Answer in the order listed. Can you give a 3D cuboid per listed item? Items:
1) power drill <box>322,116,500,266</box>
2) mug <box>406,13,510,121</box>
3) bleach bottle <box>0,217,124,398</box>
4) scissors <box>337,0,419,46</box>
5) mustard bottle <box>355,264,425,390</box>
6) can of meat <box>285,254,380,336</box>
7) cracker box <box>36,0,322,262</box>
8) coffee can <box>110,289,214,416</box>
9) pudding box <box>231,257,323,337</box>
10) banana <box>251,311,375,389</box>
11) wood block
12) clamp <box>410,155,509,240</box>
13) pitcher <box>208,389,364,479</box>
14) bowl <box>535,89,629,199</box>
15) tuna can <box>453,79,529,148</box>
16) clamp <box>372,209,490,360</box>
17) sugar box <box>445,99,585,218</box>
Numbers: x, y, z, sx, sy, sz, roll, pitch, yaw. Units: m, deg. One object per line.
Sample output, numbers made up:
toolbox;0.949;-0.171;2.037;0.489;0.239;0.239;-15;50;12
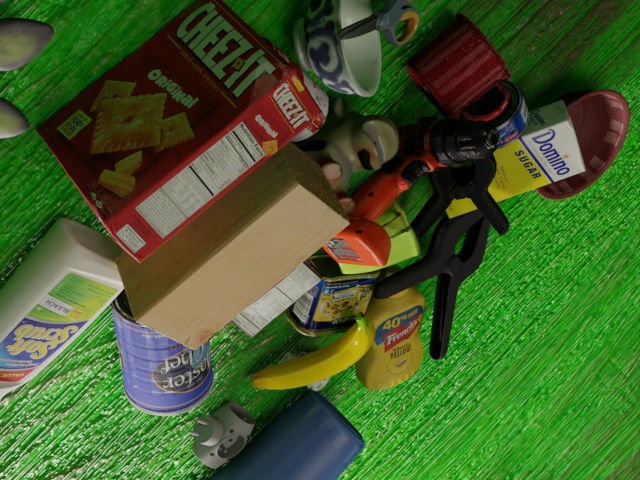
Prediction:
power drill;0.088;-0.056;1.142;0.057;0.185;0.187;49;67;-22
mug;0.156;-0.179;1.171;0.081;0.117;0.093;-39;166;4
bleach bottle;-0.301;0.096;1.090;0.251;0.068;0.102;-49;138;11
scissors;0.066;-0.237;1.060;0.201;0.016;0.096;-13;122;-68
mustard bottle;0.093;0.108;1.404;0.096;0.058;0.192;-21;134;-23
can of meat;0.017;0.064;1.310;0.101;0.057;0.084;-4;125;-35
cracker box;-0.132;-0.109;0.968;0.213;0.164;0.072;-40;141;-3
coffee can;-0.171;0.107;1.166;0.102;0.103;0.140;-20;134;-23
pudding box;-0.065;0.048;1.202;0.113;0.039;0.090;-38;141;6
banana;0.002;0.141;1.315;0.069;0.037;0.198;35;126;-29
wood block;-0.087;-0.001;1.030;0.206;0.090;0.090;-39;139;15
clamp;0.156;-0.061;1.254;0.120;0.039;0.171;-13;131;3
pitcher;-0.059;0.318;1.427;0.243;0.149;0.145;-45;124;-2
bowl;0.320;-0.134;1.375;0.161;0.055;0.162;-21;134;-23
tuna can;0.198;-0.148;1.247;0.086;0.086;0.033;-39;137;-4
clamp;0.163;0.041;1.367;0.209;0.036;0.164;-51;130;-20
sugar box;0.222;-0.096;1.286;0.176;0.048;0.093;-18;135;14
